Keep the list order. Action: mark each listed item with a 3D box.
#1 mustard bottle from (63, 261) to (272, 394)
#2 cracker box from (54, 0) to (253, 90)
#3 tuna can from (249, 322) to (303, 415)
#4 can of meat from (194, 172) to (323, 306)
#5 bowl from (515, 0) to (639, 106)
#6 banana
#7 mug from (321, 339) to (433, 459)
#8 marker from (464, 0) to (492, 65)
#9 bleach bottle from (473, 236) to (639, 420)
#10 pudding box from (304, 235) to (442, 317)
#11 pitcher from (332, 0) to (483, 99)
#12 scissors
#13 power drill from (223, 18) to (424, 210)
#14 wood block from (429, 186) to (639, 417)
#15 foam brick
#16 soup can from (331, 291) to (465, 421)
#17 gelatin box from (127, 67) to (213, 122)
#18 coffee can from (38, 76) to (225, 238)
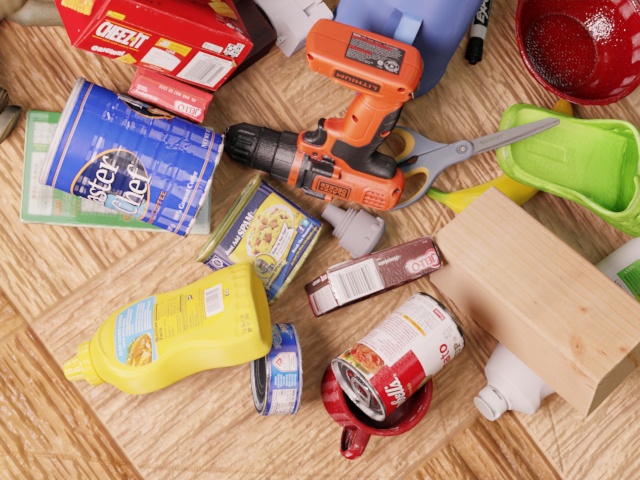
[{"bbox_3d":[-0.141,0.088,0.956,0.192,0.058,0.096,-19,44,8],"label":"mustard bottle"},{"bbox_3d":[-0.168,-0.248,0.954,0.163,0.072,0.214,10,46,-48],"label":"cracker box"},{"bbox_3d":[-0.042,0.119,0.986,0.033,0.086,0.086,-1,79,-14],"label":"tuna can"},{"bbox_3d":[-0.057,0.001,1.021,0.084,0.057,0.102,36,73,-9],"label":"can of meat"},{"bbox_3d":[0.274,-0.215,1.154,0.162,0.055,0.162,3,78,-15],"label":"bowl"},{"bbox_3d":[0.206,-0.076,1.118,0.197,0.037,0.069,-33,90,-19],"label":"banana"},{"bbox_3d":[0.045,0.150,1.005,0.093,0.082,0.117,21,74,-11],"label":"mug"},{"bbox_3d":[0.174,-0.246,1.152,0.020,0.020,0.121,15,76,-12],"label":"marker"},{"bbox_3d":[0.263,0.103,1.086,0.250,0.068,0.102,-36,87,-17],"label":"bleach bottle"},{"bbox_3d":[0.050,0.035,1.026,0.113,0.090,0.039,-17,82,-17],"label":"pudding box"},{"bbox_3d":[0.089,-0.228,1.007,0.144,0.243,0.149,-21,79,-16],"label":"pitcher"},{"bbox_3d":[0.127,-0.102,1.065,0.202,0.016,0.096,-32,72,11],"label":"scissors"},{"bbox_3d":[0.006,-0.115,0.992,0.184,0.188,0.057,16,53,-2],"label":"power drill"},{"bbox_3d":[0.209,0.056,1.020,0.090,0.091,0.206,-40,64,-17],"label":"wood block"},{"bbox_3d":[-0.090,-0.192,1.053,0.078,0.051,0.053,-38,92,-19],"label":"foam brick"},{"bbox_3d":[0.069,0.101,0.942,0.102,0.069,0.068,-38,91,-19],"label":"soup can"},{"bbox_3d":[-0.142,-0.136,1.006,0.073,0.089,0.030,22,93,-10],"label":"gelatin box"},{"bbox_3d":[-0.169,-0.074,0.964,0.140,0.103,0.103,21,74,-12],"label":"coffee can"}]
